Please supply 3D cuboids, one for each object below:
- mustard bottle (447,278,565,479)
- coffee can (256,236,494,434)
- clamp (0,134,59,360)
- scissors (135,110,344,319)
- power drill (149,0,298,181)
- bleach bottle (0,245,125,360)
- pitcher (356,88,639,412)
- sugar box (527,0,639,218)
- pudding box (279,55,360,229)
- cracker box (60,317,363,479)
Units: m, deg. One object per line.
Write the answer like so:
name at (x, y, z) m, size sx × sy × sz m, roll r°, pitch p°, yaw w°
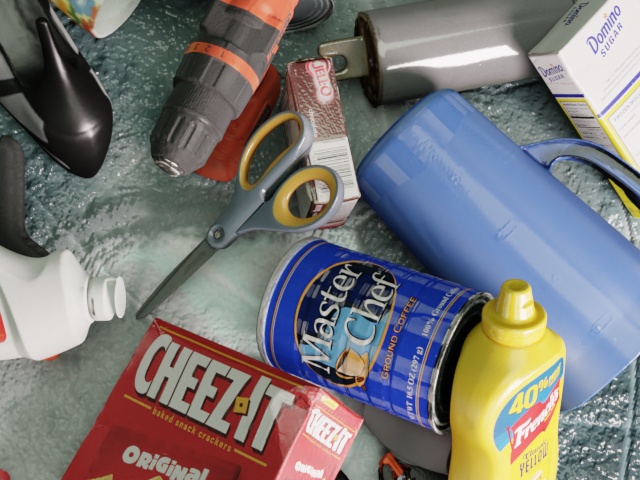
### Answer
mustard bottle at (0.126, 0.110, 0.718) m, size 0.096 × 0.192 × 0.058 m, roll -28°, pitch 39°, yaw -35°
coffee can at (0.040, 0.065, 0.757) m, size 0.140 × 0.102 × 0.102 m, roll 18°, pitch 73°, yaw 27°
clamp at (-0.253, 0.019, 0.795) m, size 0.120 × 0.039 × 0.171 m, roll -23°, pitch 83°, yaw 2°
scissors at (-0.055, 0.001, 0.777) m, size 0.096 × 0.016 × 0.202 m, roll 37°, pitch 103°, yaw 24°
power drill at (-0.068, -0.106, 0.768) m, size 0.057 × 0.188 × 0.184 m, roll 28°, pitch 74°, yaw -1°
bleach bottle at (-0.263, 0.035, 0.747) m, size 0.251 × 0.068 × 0.102 m, roll -2°, pitch 91°, yaw 5°
pitcher at (0.151, -0.005, 0.802) m, size 0.243 × 0.145 × 0.149 m, roll 46°, pitch 49°, yaw 8°
sugar box at (0.246, -0.109, 0.843) m, size 0.093 × 0.048 × 0.176 m, roll -45°, pitch 111°, yaw -15°
pudding box at (-0.003, -0.072, 0.818) m, size 0.039 × 0.090 × 0.113 m, roll -8°, pitch 79°, yaw -7°
cracker box at (-0.094, 0.177, 0.719) m, size 0.164 × 0.072 × 0.213 m, roll 18°, pitch 73°, yaw 36°
